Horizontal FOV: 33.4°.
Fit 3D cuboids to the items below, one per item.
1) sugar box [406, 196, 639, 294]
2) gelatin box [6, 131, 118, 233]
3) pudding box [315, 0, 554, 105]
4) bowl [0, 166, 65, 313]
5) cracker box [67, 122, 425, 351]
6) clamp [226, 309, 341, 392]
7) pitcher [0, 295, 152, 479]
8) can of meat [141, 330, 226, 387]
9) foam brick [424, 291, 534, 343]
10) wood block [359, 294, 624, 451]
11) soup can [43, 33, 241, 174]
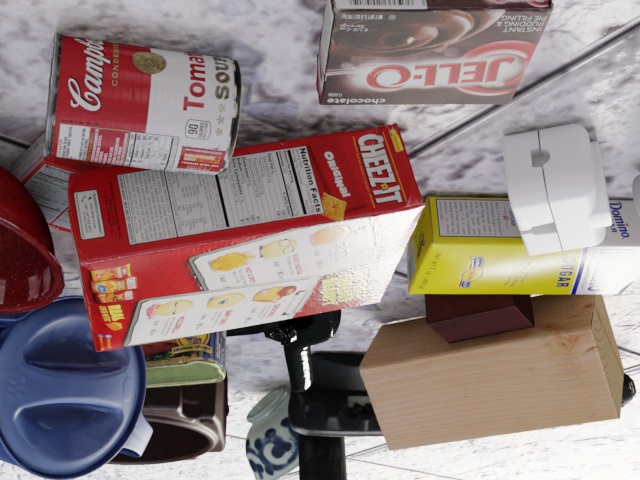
[{"bbox_3d":[0.159,0.007,0.807,0.176,0.048,0.093,2,154,-5],"label":"sugar box"},{"bbox_3d":[-0.167,-0.038,0.717,0.073,0.030,0.089,18,148,-32],"label":"gelatin box"},{"bbox_3d":[0.057,-0.109,0.568,0.113,0.039,0.090,1,155,-4],"label":"pudding box"},{"bbox_3d":[-0.237,-0.013,0.682,0.162,0.055,0.162,7,150,4],"label":"bowl"},{"bbox_3d":[-0.055,0.001,0.715,0.213,0.072,0.164,-10,157,-12],"label":"cracker box"},{"bbox_3d":[-0.026,0.077,0.924,0.120,0.039,0.172,31,144,-19],"label":"clamp"},{"bbox_3d":[-0.254,0.112,0.854,0.243,0.149,0.144,0,-167,44],"label":"pitcher"},{"bbox_3d":[-0.128,0.074,0.891,0.102,0.084,0.057,-6,154,10],"label":"can of meat"},{"bbox_3d":[0.130,0.047,0.884,0.078,0.051,0.053,-13,151,23],"label":"foam brick"},{"bbox_3d":[0.151,0.113,0.942,0.206,0.090,0.091,-13,107,23],"label":"wood block"},{"bbox_3d":[-0.101,-0.075,0.599,0.102,0.068,0.069,6,154,-15],"label":"soup can"}]
